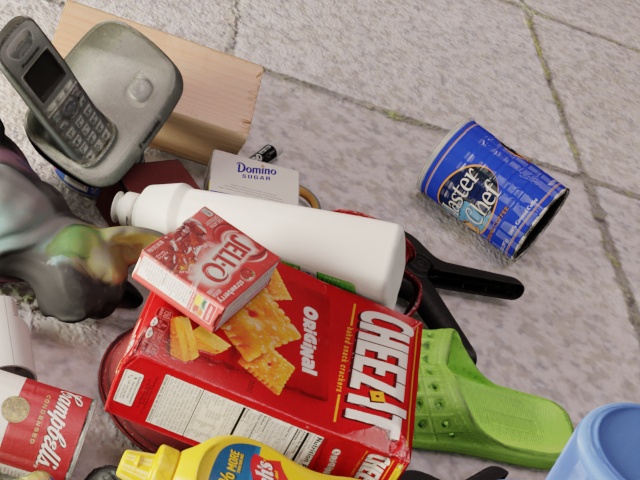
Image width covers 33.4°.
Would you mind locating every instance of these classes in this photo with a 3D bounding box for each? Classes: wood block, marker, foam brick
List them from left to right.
[{"bbox_3d":[-0.161,-0.039,1.004,0.078,0.053,0.051,-9,48,-40],"label":"foam brick"},{"bbox_3d":[-0.173,-0.155,1.086,0.206,0.090,0.091,18,66,-13],"label":"wood block"},{"bbox_3d":[-0.075,-0.078,1.136,0.020,0.020,0.121,33,36,9],"label":"marker"}]

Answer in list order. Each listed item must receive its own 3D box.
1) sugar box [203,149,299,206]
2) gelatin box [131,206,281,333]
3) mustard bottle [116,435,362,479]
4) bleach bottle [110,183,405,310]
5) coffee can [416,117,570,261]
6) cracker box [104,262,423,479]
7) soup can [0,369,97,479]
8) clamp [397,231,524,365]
[{"bbox_3d":[-0.069,-0.006,1.015,0.093,0.048,0.176,14,40,-12],"label":"sugar box"},{"bbox_3d":[-0.081,0.019,0.776,0.073,0.030,0.089,34,35,10],"label":"gelatin box"},{"bbox_3d":[-0.042,0.180,0.703,0.191,0.058,0.096,23,45,-7],"label":"mustard bottle"},{"bbox_3d":[-0.056,0.001,0.913,0.251,0.102,0.068,13,67,11],"label":"bleach bottle"},{"bbox_3d":[0.194,-0.058,1.209,0.140,0.103,0.102,39,37,16],"label":"coffee can"},{"bbox_3d":[-0.034,0.091,0.805,0.213,0.072,0.164,22,35,-6],"label":"cracker box"},{"bbox_3d":[-0.215,0.128,0.746,0.102,0.069,0.068,20,36,-9],"label":"soup can"},{"bbox_3d":[0.097,0.042,1.078,0.210,0.036,0.164,28,35,6],"label":"clamp"}]
